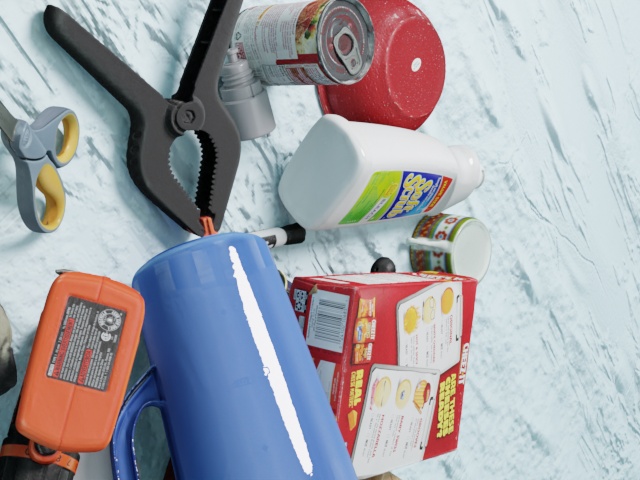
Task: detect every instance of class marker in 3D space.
[{"bbox_3d":[-0.056,0.001,0.898,0.120,0.020,0.020,-12,103,-46],"label":"marker"}]

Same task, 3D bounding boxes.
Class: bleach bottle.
[{"bbox_3d":[0.078,-0.063,0.986,0.250,0.068,0.103,-6,141,-48],"label":"bleach bottle"}]

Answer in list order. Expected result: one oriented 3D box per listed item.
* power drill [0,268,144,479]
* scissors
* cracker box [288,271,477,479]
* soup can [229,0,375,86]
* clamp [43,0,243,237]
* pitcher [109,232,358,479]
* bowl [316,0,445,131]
[{"bbox_3d":[-0.166,0.111,0.665,0.057,0.188,0.184,16,64,-16],"label":"power drill"},{"bbox_3d":[-0.184,-0.078,0.677,0.202,0.016,0.096,93,9,-58],"label":"scissors"},{"bbox_3d":[0.050,0.111,0.918,0.213,0.072,0.164,0,98,-56],"label":"cracker box"},{"bbox_3d":[-0.016,-0.159,0.861,0.068,0.102,0.068,-7,100,-47],"label":"soup can"},{"bbox_3d":[-0.102,-0.104,0.810,0.164,0.036,0.210,-29,118,-25],"label":"clamp"},{"bbox_3d":[-0.065,0.124,0.774,0.149,0.145,0.243,11,57,-63],"label":"pitcher"},{"bbox_3d":[0.068,-0.160,0.990,0.161,0.055,0.162,-7,99,-47],"label":"bowl"}]
